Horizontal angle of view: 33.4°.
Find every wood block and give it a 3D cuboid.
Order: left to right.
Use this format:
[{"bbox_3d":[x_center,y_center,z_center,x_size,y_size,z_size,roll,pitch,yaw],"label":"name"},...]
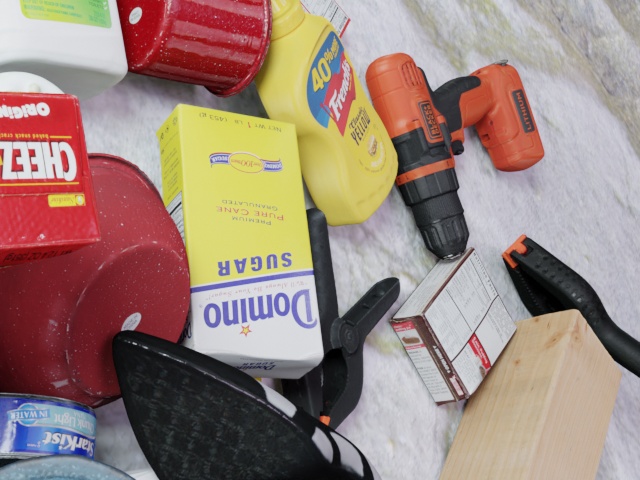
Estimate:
[{"bbox_3d":[0.178,0.168,0.909,0.090,0.090,0.205,50,46,-23],"label":"wood block"}]

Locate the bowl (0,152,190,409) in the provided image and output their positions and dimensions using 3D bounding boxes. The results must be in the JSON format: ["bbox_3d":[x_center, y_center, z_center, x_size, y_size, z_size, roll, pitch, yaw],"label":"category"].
[{"bbox_3d":[-0.124,0.035,0.599,0.161,0.055,0.162,-32,133,-42],"label":"bowl"}]

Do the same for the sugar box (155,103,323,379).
[{"bbox_3d":[-0.054,0.001,0.705,0.093,0.048,0.176,6,61,-29],"label":"sugar box"}]

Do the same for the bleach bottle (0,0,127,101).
[{"bbox_3d":[-0.189,-0.216,0.668,0.102,0.068,0.251,0,75,-47],"label":"bleach bottle"}]

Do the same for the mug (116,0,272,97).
[{"bbox_3d":[-0.097,-0.159,0.734,0.081,0.093,0.117,4,50,-42],"label":"mug"}]

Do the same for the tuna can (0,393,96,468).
[{"bbox_3d":[-0.162,0.106,0.567,0.086,0.086,0.034,19,62,-42],"label":"tuna can"}]

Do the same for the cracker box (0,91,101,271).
[{"bbox_3d":[-0.222,-0.004,0.444,0.163,0.214,0.072,-6,83,-47],"label":"cracker box"}]

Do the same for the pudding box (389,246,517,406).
[{"bbox_3d":[0.116,0.072,0.914,0.090,0.039,0.113,59,41,-13],"label":"pudding box"}]

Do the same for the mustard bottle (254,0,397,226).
[{"bbox_3d":[-0.004,-0.109,0.799,0.191,0.058,0.096,60,40,-34],"label":"mustard bottle"}]

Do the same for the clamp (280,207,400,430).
[{"bbox_3d":[0.015,0.073,0.805,0.120,0.039,0.171,27,63,-38],"label":"clamp"}]

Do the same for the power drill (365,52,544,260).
[{"bbox_3d":[0.129,-0.086,0.966,0.187,0.057,0.184,-18,90,-48],"label":"power drill"}]

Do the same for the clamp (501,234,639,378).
[{"bbox_3d":[0.251,0.081,0.989,0.036,0.165,0.210,-42,101,-20],"label":"clamp"}]
